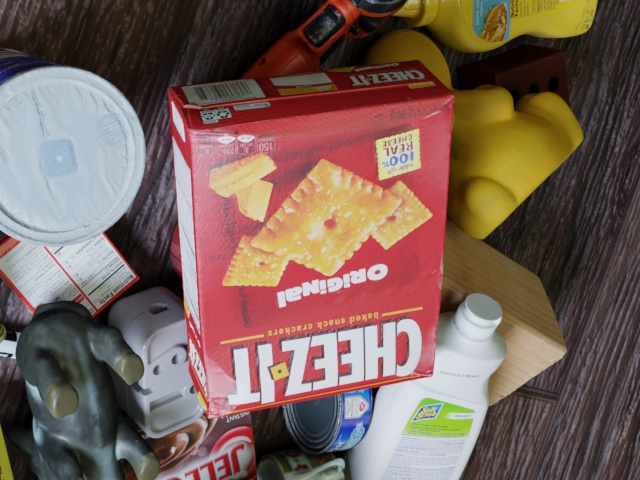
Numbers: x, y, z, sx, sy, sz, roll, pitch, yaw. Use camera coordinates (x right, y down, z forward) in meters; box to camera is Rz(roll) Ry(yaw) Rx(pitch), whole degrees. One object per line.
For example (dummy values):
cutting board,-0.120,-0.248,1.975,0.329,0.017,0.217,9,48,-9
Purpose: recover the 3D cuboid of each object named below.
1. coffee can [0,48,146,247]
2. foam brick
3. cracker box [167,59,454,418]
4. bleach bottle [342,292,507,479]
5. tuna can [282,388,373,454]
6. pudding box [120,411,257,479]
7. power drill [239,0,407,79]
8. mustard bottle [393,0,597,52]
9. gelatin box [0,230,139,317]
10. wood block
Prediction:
coffee can,-0.180,-0.061,0.653,0.102,0.140,0.103,-9,107,-29
foam brick,0.163,-0.127,0.895,0.078,0.051,0.053,-22,114,-25
cracker box,-0.006,0.002,0.686,0.164,0.072,0.214,-8,121,-14
bleach bottle,0.089,0.139,0.844,0.102,0.068,0.251,3,132,-22
tuna can,0.005,0.125,0.849,0.033,0.086,0.086,0,103,-33
pudding box,-0.106,0.168,0.821,0.113,0.039,0.090,-15,111,-27
power drill,-0.012,-0.130,0.724,0.187,0.184,0.057,-42,93,-6
mustard bottle,0.134,-0.201,0.853,0.191,0.058,0.096,-15,108,-27
gelatin box,-0.181,0.016,0.740,0.073,0.030,0.089,-42,121,-16
wood block,0.091,0.045,0.858,0.205,0.090,0.091,29,123,-34
